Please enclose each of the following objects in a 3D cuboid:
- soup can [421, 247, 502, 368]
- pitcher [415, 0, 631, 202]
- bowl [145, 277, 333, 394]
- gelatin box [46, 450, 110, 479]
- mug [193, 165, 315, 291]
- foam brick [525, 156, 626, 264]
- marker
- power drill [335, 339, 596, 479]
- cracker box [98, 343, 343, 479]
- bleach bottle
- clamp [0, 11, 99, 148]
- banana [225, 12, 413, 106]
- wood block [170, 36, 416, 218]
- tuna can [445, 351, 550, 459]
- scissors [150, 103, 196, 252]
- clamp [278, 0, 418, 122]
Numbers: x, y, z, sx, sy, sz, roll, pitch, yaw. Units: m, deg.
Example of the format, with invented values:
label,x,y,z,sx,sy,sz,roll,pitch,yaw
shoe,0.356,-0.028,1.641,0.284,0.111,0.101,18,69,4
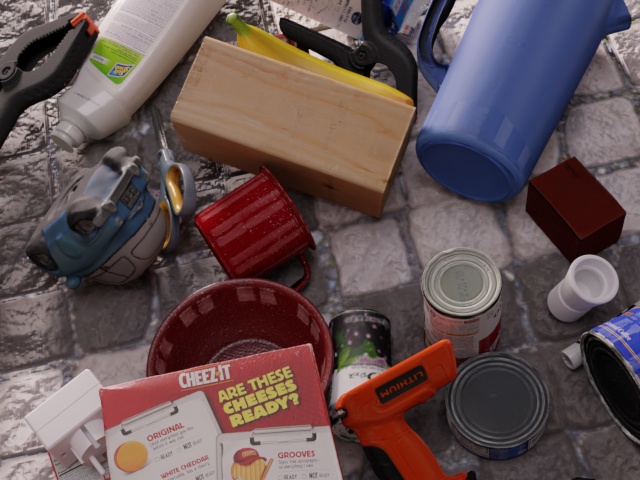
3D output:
label,x,y,z,sx,sy,sz,roll,pitch,yaw
soup can,0.120,0.059,0.906,0.068,0.102,0.068,-4,58,6
pitcher,0.175,-0.164,1.024,0.149,0.145,0.242,-6,50,54
bowl,-0.066,0.114,0.925,0.162,0.055,0.162,-4,58,6
gelatin box,-0.194,0.180,0.918,0.073,0.030,0.089,-26,58,-6
mug,-0.056,0.001,0.983,0.081,0.093,0.117,-33,97,-7
foam brick,0.232,-0.027,0.973,0.053,0.051,0.078,-28,59,-11
marker,0.262,0.073,0.927,0.121,0.020,0.020,-31,60,-11
power drill,0.110,0.175,0.828,0.184,0.057,0.188,-26,80,-7
cracker box,-0.061,0.196,0.762,0.164,0.072,0.214,-11,57,-5
bleach bottle,-0.206,-0.199,1.134,0.103,0.068,0.250,25,67,22
clamp,-0.325,-0.167,1.115,0.210,0.036,0.165,-44,53,-3
banana,-0.003,-0.161,1.038,0.198,0.069,0.037,25,92,2
wood block,-0.025,-0.104,1.004,0.206,0.091,0.090,20,77,6
tuna can,0.148,0.139,0.893,0.086,0.034,0.086,-4,58,6
scissors,-0.156,-0.060,1.059,0.016,0.096,0.202,7,22,-24
clamp,0.035,-0.185,1.070,0.120,0.039,0.171,-24,90,29
